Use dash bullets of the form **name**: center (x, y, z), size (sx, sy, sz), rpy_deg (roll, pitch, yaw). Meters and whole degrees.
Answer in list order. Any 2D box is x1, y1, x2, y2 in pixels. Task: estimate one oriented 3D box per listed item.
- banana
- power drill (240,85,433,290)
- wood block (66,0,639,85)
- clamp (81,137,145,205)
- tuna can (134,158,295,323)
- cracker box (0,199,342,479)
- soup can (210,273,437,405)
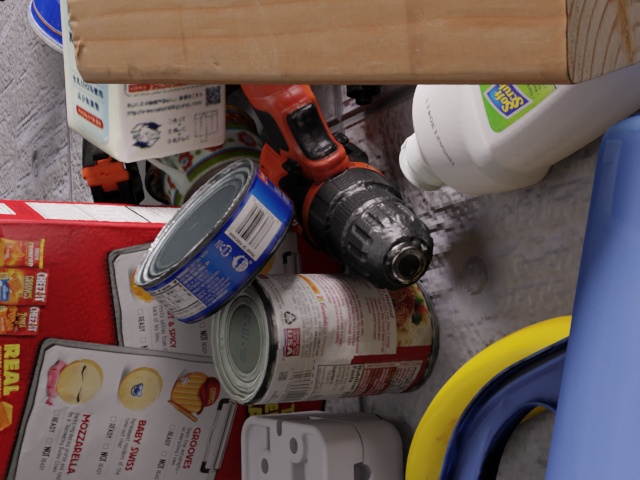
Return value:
- **banana**: center (0.091, 0.077, 0.483), size (0.198, 0.037, 0.070), rpy_deg (-51, 51, 44)
- **power drill**: center (-0.014, -0.074, 0.550), size (0.185, 0.057, 0.187), rpy_deg (42, 158, 61)
- **wood block**: center (0.009, -0.106, 0.381), size (0.206, 0.090, 0.091), rpy_deg (7, 110, 36)
- **clamp**: center (-0.150, -0.050, 0.776), size (0.210, 0.036, 0.164), rpy_deg (124, 133, -81)
- **tuna can**: center (-0.054, 0.001, 0.544), size (0.086, 0.033, 0.086), rpy_deg (-40, 19, 17)
- **cracker box**: center (-0.102, 0.063, 0.628), size (0.072, 0.213, 0.164), rpy_deg (27, 112, 58)
- **soup can**: center (0.001, 0.051, 0.566), size (0.069, 0.102, 0.068), rpy_deg (-1, 89, 59)
